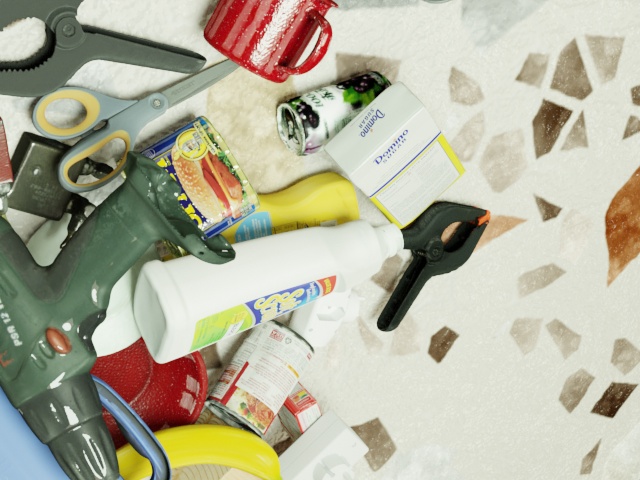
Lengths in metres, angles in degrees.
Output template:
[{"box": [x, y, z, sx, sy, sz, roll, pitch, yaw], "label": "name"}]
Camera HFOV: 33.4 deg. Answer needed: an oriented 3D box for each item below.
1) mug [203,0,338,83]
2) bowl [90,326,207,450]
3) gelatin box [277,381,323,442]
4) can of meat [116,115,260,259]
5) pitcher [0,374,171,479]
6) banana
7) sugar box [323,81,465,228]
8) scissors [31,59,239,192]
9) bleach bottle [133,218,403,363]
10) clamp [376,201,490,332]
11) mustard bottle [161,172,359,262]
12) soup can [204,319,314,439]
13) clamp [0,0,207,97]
[{"box": [-0.037, -0.178, 0.883, 0.093, 0.117, 0.081, 11, 115, -56], "label": "mug"}, {"box": [-0.189, 0.139, 0.997, 0.161, 0.055, 0.162, -15, 122, -25], "label": "bowl"}, {"box": [-0.021, 0.184, 1.117, 0.030, 0.073, 0.089, -30, 127, -15], "label": "gelatin box"}, {"box": [-0.113, -0.047, 0.924, 0.083, 0.057, 0.102, -33, 97, -17], "label": "can of meat"}, {"box": [-0.250, 0.174, 0.884, 0.145, 0.149, 0.243, -27, 103, 34], "label": "pitcher"}, {"box": [-0.121, 0.206, 0.995, 0.197, 0.069, 0.037, 4, 158, -14], "label": "banana"}, {"box": [0.073, -0.076, 1.002, 0.093, 0.048, 0.176, -42, 153, 3], "label": "sugar box"}, {"box": [-0.157, -0.122, 0.892, 0.096, 0.016, 0.201, 43, 63, -7], "label": "scissors"}, {"box": [-0.035, 0.029, 0.938, 0.250, 0.068, 0.103, -18, 156, -25], "label": "bleach bottle"}, {"box": [0.109, 0.020, 1.125, 0.171, 0.039, 0.120, -21, 120, -23], "label": "clamp"}, {"box": [-0.057, 0.001, 1.003, 0.191, 0.058, 0.096, -15, 121, -25], "label": "mustard bottle"}, {"box": [-0.059, 0.135, 1.052, 0.102, 0.069, 0.068, -57, 133, -19], "label": "soup can"}, {"box": [-0.194, -0.164, 0.839, 0.210, 0.036, 0.164, -33, 126, -11], "label": "clamp"}]
